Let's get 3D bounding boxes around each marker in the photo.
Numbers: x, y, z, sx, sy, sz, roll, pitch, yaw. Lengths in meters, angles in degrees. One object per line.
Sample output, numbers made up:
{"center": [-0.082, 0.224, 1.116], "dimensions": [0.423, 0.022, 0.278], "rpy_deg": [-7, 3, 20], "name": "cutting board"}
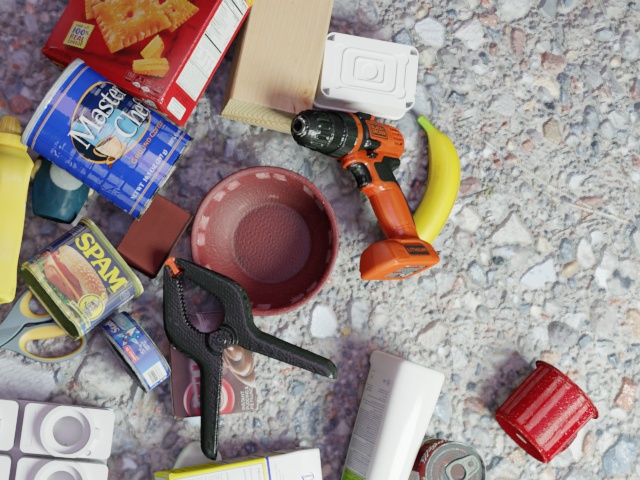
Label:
{"center": [-0.034, 0.005, 1.199], "dimensions": [0.020, 0.020, 0.121], "rpy_deg": [-7, 84, -14], "name": "marker"}

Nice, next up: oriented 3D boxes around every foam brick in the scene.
{"center": [-0.181, -0.004, 1.149], "dimensions": [0.051, 0.053, 0.078], "rpy_deg": [32, 76, -8], "name": "foam brick"}

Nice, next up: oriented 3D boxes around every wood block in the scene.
{"center": [-0.043, -0.235, 1.192], "dimensions": [0.090, 0.090, 0.206], "rpy_deg": [13, 81, -12], "name": "wood block"}

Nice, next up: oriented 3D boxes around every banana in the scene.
{"center": [0.120, -0.044, 1.236], "dimensions": [0.070, 0.037, 0.198], "rpy_deg": [15, 77, 11], "name": "banana"}

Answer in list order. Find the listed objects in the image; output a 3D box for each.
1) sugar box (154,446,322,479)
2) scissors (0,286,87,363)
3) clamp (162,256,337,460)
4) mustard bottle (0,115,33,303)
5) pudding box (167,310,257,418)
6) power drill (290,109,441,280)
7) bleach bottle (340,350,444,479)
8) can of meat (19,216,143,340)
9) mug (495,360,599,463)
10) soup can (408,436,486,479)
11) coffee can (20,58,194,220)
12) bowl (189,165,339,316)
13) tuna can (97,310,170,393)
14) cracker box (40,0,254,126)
{"center": [-0.082, 0.275, 1.121], "dimensions": [0.175, 0.048, 0.093], "rpy_deg": [-3, 85, -31], "name": "sugar box"}
{"center": [-0.346, 0.088, 1.117], "dimensions": [0.201, 0.016, 0.096], "rpy_deg": [4, 80, -14], "name": "scissors"}
{"center": [-0.091, 0.102, 1.117], "dimensions": [0.164, 0.036, 0.210], "rpy_deg": [-27, 88, -2], "name": "clamp"}
{"center": [-0.331, -0.034, 1.094], "dimensions": [0.058, 0.096, 0.191], "rpy_deg": [11, 80, -27], "name": "mustard bottle"}
{"center": [-0.119, 0.133, 1.153], "dimensions": [0.090, 0.039, 0.113], "rpy_deg": [-4, 83, -13], "name": "pudding box"}
{"center": [0.051, -0.052, 1.148], "dimensions": [0.184, 0.057, 0.188], "rpy_deg": [2, 66, -52], "name": "power drill"}
{"center": [0.058, 0.250, 1.160], "dimensions": [0.068, 0.103, 0.251], "rpy_deg": [20, 85, -16], "name": "bleach bottle"}
{"center": [-0.251, 0.041, 1.114], "dimensions": [0.083, 0.058, 0.102], "rpy_deg": [-39, 94, -27], "name": "can of meat"}
{"center": [0.258, 0.204, 1.216], "dimensions": [0.081, 0.093, 0.117], "rpy_deg": [-44, 131, -10], "name": "mug"}
{"center": [0.130, 0.251, 1.165], "dimensions": [0.068, 0.102, 0.068], "rpy_deg": [2, 83, -13], "name": "soup can"}
{"center": [-0.213, -0.101, 1.072], "dimensions": [0.140, 0.103, 0.102], "rpy_deg": [34, 77, -9], "name": "coffee can"}
{"center": [-0.058, 0.001, 1.162], "dimensions": [0.162, 0.055, 0.162], "rpy_deg": [0, 88, 7], "name": "bowl"}
{"center": [-0.194, 0.116, 1.114], "dimensions": [0.033, 0.086, 0.086], "rpy_deg": [-37, 92, -17], "name": "tuna can"}
{"center": [-0.171, -0.250, 1.129], "dimensions": [0.164, 0.072, 0.213], "rpy_deg": [26, 83, 21], "name": "cracker box"}
